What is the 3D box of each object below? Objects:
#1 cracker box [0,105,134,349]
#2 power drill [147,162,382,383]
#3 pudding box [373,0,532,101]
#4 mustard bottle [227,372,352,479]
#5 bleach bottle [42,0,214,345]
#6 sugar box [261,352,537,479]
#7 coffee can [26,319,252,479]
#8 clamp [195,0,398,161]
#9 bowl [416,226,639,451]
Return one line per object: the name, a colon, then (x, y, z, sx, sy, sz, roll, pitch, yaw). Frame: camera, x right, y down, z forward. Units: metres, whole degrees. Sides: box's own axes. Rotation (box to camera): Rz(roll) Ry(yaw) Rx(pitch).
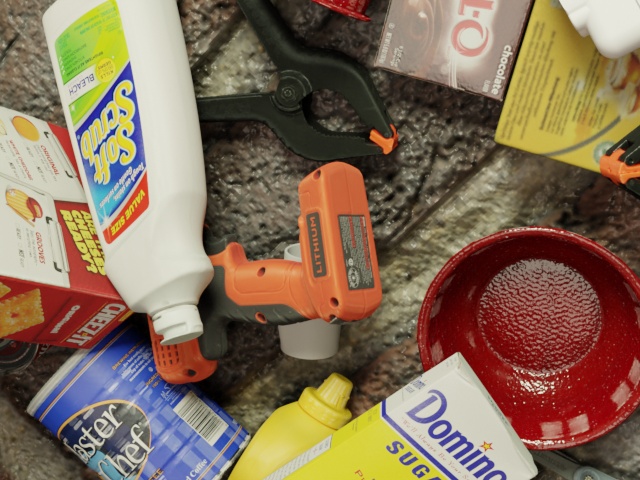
cracker box: (-0.238, -0.019, 0.714, 0.072, 0.213, 0.164, -39, 59, 23)
power drill: (-0.055, 0.001, 0.750, 0.188, 0.057, 0.184, -13, 86, 34)
pudding box: (0.094, -0.158, 0.705, 0.090, 0.039, 0.113, 17, 109, 10)
mustard bottle: (-0.032, 0.184, 0.804, 0.058, 0.096, 0.192, 36, 98, 35)
bleach bottle: (-0.118, -0.055, 0.726, 0.103, 0.068, 0.251, -24, 75, 31)
sugar box: (0.048, 0.164, 0.727, 0.176, 0.048, 0.093, -35, 94, 10)
coffee can: (-0.138, 0.140, 0.819, 0.140, 0.102, 0.103, 43, 111, 0)
clamp: (-0.020, -0.117, 0.749, 0.171, 0.039, 0.120, 20, 115, 5)
bowl: (0.151, 0.062, 0.744, 0.162, 0.055, 0.162, 4, 107, 14)
